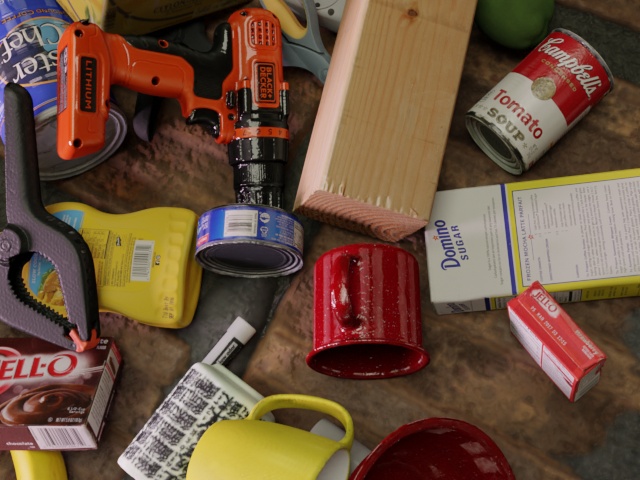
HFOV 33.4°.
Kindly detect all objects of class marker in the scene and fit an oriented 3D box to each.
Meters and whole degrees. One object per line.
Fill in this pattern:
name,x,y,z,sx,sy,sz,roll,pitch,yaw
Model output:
marker,-0.097,0.112,0.848,0.020,0.020,0.121,38,82,20

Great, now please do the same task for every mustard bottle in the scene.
mustard bottle,-0.195,0.017,0.879,0.192,0.058,0.096,4,80,12

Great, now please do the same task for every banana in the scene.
banana,-0.227,0.229,0.826,0.070,0.037,0.198,-16,64,31

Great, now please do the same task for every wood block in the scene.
wood block,0.053,-0.114,0.838,0.090,0.090,0.206,17,76,-11

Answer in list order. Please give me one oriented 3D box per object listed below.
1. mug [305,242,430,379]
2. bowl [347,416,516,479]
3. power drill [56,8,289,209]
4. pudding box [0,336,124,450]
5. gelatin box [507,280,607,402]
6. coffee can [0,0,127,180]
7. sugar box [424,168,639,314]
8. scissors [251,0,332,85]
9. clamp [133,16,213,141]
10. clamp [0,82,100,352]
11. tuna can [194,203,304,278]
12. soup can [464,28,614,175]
mug,0.031,0.049,0.798,0.093,0.117,0.081,-9,64,20
bowl,0.064,0.201,0.741,0.055,0.162,0.162,-6,62,56
power drill,-0.114,-0.099,0.855,0.187,0.057,0.184,0,84,-26
pudding box,-0.221,0.120,0.842,0.113,0.039,0.090,0,44,9
gelatin box,0.171,0.074,0.773,0.030,0.089,0.073,-38,69,-4
coffee can,-0.239,-0.137,0.918,0.103,0.102,0.140,-28,68,0
sugar box,0.170,0.002,0.823,0.176,0.048,0.093,-6,70,12
scissors,-0.009,-0.140,0.915,0.096,0.016,0.202,-28,91,41
clamp,-0.122,-0.172,0.943,0.120,0.039,0.171,-13,67,-12
clamp,-0.250,0.005,0.840,0.165,0.036,0.210,-32,86,12
tuna can,-0.056,0.001,0.844,0.086,0.086,0.034,-1,69,10
soup can,0.173,-0.110,0.849,0.102,0.068,0.068,-43,69,-5
